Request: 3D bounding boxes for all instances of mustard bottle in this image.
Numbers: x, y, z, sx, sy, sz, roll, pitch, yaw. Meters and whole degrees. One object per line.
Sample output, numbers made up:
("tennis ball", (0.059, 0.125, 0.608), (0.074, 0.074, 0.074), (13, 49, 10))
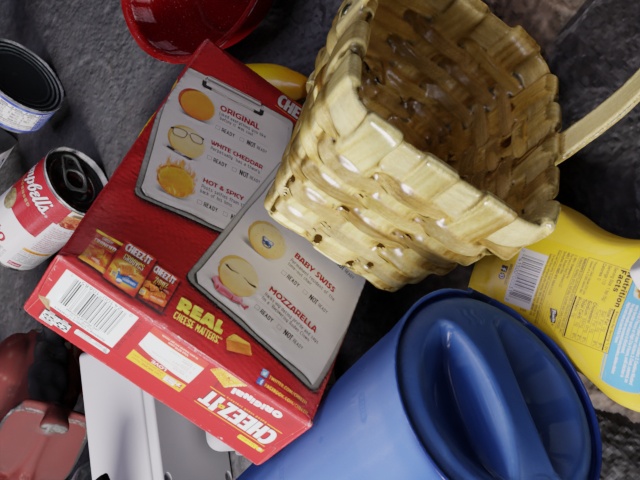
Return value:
("mustard bottle", (0.177, 0.043, 0.591), (0.192, 0.058, 0.096), (21, 94, 38))

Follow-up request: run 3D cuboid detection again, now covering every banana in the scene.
("banana", (-0.089, -0.092, 0.832), (0.198, 0.037, 0.069), (-32, 77, 30))

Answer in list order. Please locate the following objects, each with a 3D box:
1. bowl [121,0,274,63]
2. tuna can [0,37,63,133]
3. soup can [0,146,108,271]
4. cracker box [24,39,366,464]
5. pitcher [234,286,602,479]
("bowl", (-0.082, -0.211, 0.829), (0.162, 0.055, 0.162), (-6, 80, 37))
("tuna can", (-0.273, -0.137, 0.947), (0.034, 0.085, 0.086), (-41, 61, 27))
("soup can", (-0.237, -0.026, 0.915), (0.102, 0.068, 0.068), (-34, 64, 30))
("cracker box", (-0.054, 0.001, 0.646), (0.072, 0.164, 0.213), (-44, 16, 43))
("pitcher", (0.032, 0.149, 0.612), (0.145, 0.148, 0.243), (56, 134, 13))
